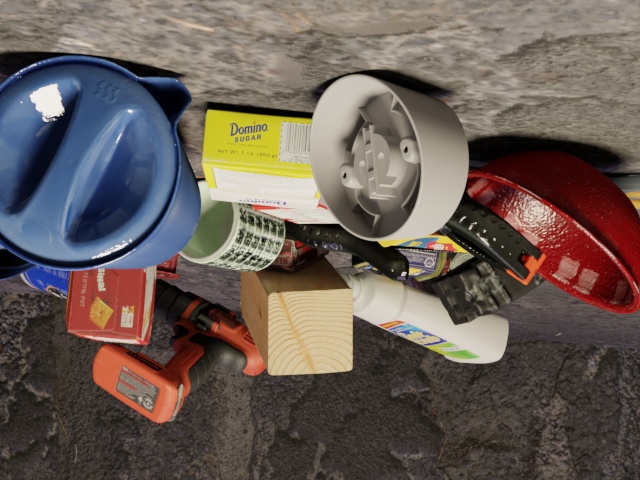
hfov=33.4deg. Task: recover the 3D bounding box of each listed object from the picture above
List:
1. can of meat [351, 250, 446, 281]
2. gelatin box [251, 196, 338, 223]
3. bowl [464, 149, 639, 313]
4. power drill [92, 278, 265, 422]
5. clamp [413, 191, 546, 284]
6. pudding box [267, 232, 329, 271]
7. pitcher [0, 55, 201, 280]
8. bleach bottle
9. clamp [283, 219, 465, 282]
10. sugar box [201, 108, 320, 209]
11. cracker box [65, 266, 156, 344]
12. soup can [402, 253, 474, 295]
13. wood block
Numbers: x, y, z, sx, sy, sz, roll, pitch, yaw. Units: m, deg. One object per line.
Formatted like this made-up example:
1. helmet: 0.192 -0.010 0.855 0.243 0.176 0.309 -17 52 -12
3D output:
1. can of meat: 0.085 0.009 1.188 0.084 0.057 0.102 9 172 -11
2. gelatin box: -0.011 -0.037 1.013 0.073 0.030 0.089 -1 171 31
3. bowl: 0.180 -0.017 0.783 0.162 0.055 0.162 39 171 7
4. power drill: -0.169 0.118 1.204 0.185 0.057 0.187 27 -150 19
5. clamp: 0.087 -0.028 0.787 0.171 0.039 0.120 31 180 16
6. pudding box: -0.058 0.001 1.172 0.114 0.039 0.089 10 -165 24
7. pitcher: -0.160 -0.033 0.763 0.149 0.145 0.243 6 175 1
8. bleach bottle: 0.108 0.086 1.266 0.250 0.068 0.103 21 165 -37
9. clamp: 0.052 -0.005 1.082 0.210 0.036 0.164 17 -161 40
10. sugar box: -0.041 -0.059 0.822 0.093 0.048 0.176 6 176 -4
11. cracker box: -0.198 0.016 1.040 0.072 0.164 0.214 4 173 -6
12. soup can: 0.158 0.043 1.339 0.068 0.068 0.102 10 171 -30
13. wood block: -0.031 0.068 1.175 0.090 0.091 0.206 -2 -165 -12
